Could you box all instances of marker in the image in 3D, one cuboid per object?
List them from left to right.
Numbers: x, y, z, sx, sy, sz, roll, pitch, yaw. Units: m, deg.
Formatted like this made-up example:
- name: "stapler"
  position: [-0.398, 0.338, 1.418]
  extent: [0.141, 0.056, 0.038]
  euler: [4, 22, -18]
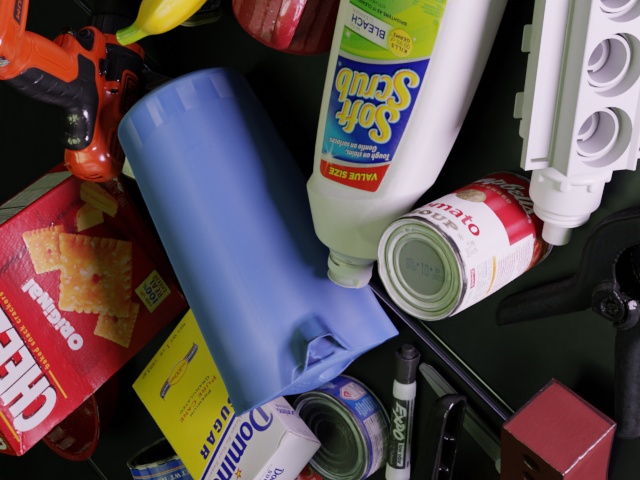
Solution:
- name: "marker"
  position: [0.062, 0.133, 0.815]
  extent: [0.020, 0.020, 0.121]
  euler: [23, 123, 36]

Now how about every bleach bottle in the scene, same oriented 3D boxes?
- name: "bleach bottle"
  position: [0.048, -0.077, 0.662]
  extent: [0.103, 0.067, 0.251]
  euler: [31, 126, 30]

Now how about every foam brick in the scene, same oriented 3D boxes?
- name: "foam brick"
  position: [0.151, 0.138, 0.687]
  extent: [0.053, 0.051, 0.078]
  euler: [37, 154, 34]

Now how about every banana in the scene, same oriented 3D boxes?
- name: "banana"
  position: [-0.076, -0.216, 0.708]
  extent: [0.070, 0.037, 0.198]
  euler: [24, 85, 33]

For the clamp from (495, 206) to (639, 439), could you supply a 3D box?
- name: "clamp"
  position: [0.187, 0.045, 0.641]
  extent: [0.120, 0.039, 0.172]
  euler: [46, 140, 9]

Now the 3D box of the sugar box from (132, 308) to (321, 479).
- name: "sugar box"
  position: [-0.082, 0.143, 0.881]
  extent: [0.093, 0.048, 0.176]
  euler: [-54, 43, 7]

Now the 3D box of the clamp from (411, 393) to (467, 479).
- name: "clamp"
  position: [0.073, 0.201, 0.742]
  extent: [0.210, 0.036, 0.164]
  euler: [-32, 80, 49]

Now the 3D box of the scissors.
- name: "scissors"
  position: [0.150, 0.158, 0.743]
  extent: [0.096, 0.016, 0.202]
  euler: [-37, 81, 45]

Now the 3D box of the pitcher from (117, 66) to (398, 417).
- name: "pitcher"
  position: [-0.055, 0.001, 0.805]
  extent: [0.149, 0.144, 0.243]
  euler: [-33, 80, 35]

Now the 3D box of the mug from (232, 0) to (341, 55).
- name: "mug"
  position: [-0.012, -0.168, 0.690]
  extent: [0.093, 0.117, 0.082]
  euler: [17, 135, -7]

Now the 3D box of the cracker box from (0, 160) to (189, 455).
- name: "cracker box"
  position: [-0.230, 0.049, 0.898]
  extent: [0.072, 0.213, 0.164]
  euler: [-5, 120, 45]

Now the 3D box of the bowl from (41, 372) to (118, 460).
- name: "bowl"
  position: [-0.260, 0.144, 1.109]
  extent: [0.162, 0.055, 0.162]
  euler: [20, 121, 37]

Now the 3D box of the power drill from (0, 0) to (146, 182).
- name: "power drill"
  position: [-0.192, -0.155, 0.790]
  extent: [0.057, 0.187, 0.184]
  euler: [-4, 72, 23]

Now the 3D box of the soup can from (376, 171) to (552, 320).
- name: "soup can"
  position: [0.091, 0.002, 0.668]
  extent: [0.069, 0.102, 0.068]
  euler: [21, 121, 38]

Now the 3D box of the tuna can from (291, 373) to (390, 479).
- name: "tuna can"
  position: [0.016, 0.153, 0.859]
  extent: [0.086, 0.033, 0.086]
  euler: [20, 121, 37]
